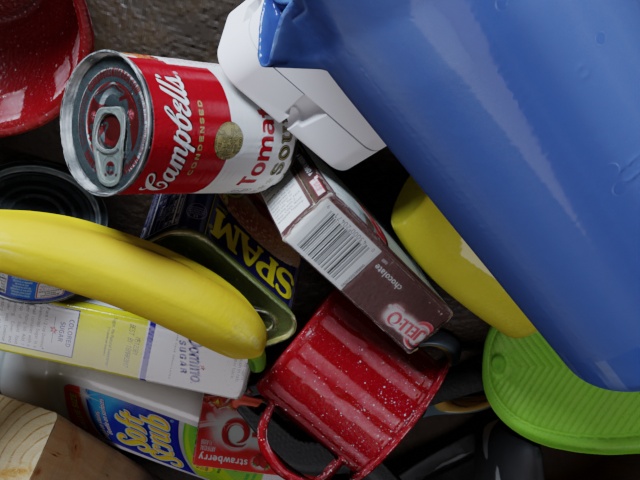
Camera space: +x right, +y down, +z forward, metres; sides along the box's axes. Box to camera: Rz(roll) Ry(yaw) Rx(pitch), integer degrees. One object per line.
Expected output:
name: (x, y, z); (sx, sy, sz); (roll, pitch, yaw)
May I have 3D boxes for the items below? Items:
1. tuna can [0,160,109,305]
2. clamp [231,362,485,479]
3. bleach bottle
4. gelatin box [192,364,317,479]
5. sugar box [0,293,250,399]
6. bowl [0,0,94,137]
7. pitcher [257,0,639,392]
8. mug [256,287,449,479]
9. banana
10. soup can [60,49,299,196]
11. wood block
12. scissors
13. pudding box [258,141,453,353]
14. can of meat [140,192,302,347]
tuna can: (-0.168, -0.006, 0.627); (0.086, 0.086, 0.034); (17, 136, -8)
clamp: (0.029, 0.112, 0.697); (0.171, 0.120, 0.039); (26, 176, -13)
bleach bottle: (-0.133, 0.120, 0.780); (0.250, 0.068, 0.103); (17, 138, -4)
gelatin box: (-0.037, 0.120, 0.723); (0.089, 0.073, 0.030); (9, 173, -5)
sugar box: (-0.127, 0.051, 0.674); (0.176, 0.093, 0.048); (15, 104, -3)
bowl: (-0.183, -0.127, 0.519); (0.162, 0.055, 0.162); (6, 138, 5)
pitcher: (0.104, -0.059, 0.454); (0.149, 0.144, 0.242); (-22, 118, 36)
mug: (0.009, 0.090, 0.630); (0.081, 0.117, 0.093); (39, 165, 0)
banana: (-0.104, 0.024, 0.557); (0.197, 0.037, 0.070); (26, 136, -17)
soup can: (-0.068, -0.056, 0.532); (0.102, 0.068, 0.069); (-3, 157, -48)
wood block: (-0.200, 0.188, 0.791); (0.091, 0.090, 0.206); (14, 159, 22)
scissors: (0.050, 0.116, 0.773); (0.202, 0.016, 0.096); (-27, 125, 34)
pudding box: (0.016, 0.000, 0.593); (0.039, 0.090, 0.113); (-41, 121, 6)
can of meat: (-0.054, 0.001, 0.614); (0.058, 0.084, 0.102); (-24, 128, 32)
